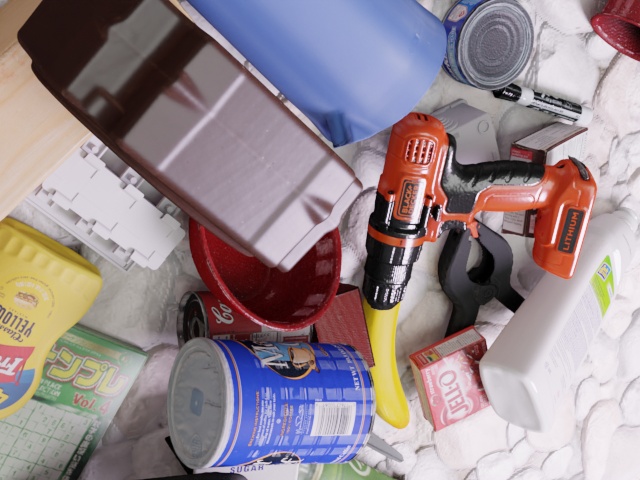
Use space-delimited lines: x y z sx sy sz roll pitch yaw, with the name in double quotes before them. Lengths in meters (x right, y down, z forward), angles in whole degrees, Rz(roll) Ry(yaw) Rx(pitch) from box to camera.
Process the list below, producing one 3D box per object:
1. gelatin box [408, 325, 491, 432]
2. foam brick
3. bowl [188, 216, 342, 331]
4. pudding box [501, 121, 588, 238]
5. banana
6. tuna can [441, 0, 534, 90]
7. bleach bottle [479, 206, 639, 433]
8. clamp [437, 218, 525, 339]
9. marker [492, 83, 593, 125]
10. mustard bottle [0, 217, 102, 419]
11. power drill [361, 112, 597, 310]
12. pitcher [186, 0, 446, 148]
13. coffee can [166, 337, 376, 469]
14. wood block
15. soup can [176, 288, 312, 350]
"gelatin box" 0.132 0.137 1.051 0.073 0.030 0.089 -23 124 -11
"foam brick" 0.011 0.083 0.973 0.051 0.053 0.078 -15 99 -23
"bowl" -0.056 0.001 0.889 0.161 0.055 0.162 20 62 -42
"pudding box" 0.215 -0.058 1.017 0.113 0.039 0.090 -27 125 -53
"banana" 0.065 0.101 1.029 0.069 0.037 0.198 -6 112 -25
"tuna can" 0.150 -0.180 0.964 0.086 0.034 0.086 -10 114 -24
"bleach bottle" 0.253 0.066 1.069 0.250 0.068 0.102 -49 135 -27
"clamp" 0.168 0.047 1.061 0.120 0.039 0.171 -19 122 -22
"marker" 0.212 -0.133 1.024 0.120 0.020 0.020 11 104 -31
"mustard bottle" -0.260 0.084 0.838 0.096 0.058 0.191 32 94 -22
"power drill" 0.135 -0.014 0.937 0.187 0.057 0.184 6 116 -9
"pitcher" -0.023 -0.199 0.812 0.145 0.149 0.242 -45 125 9
"coffee can" -0.041 0.132 0.871 0.140 0.103 0.103 5 107 -33
"wood block" -0.200 -0.120 0.771 0.206 0.091 0.090 -44 124 -6
"soup can" -0.066 0.076 0.932 0.102 0.069 0.068 -1 110 -28
